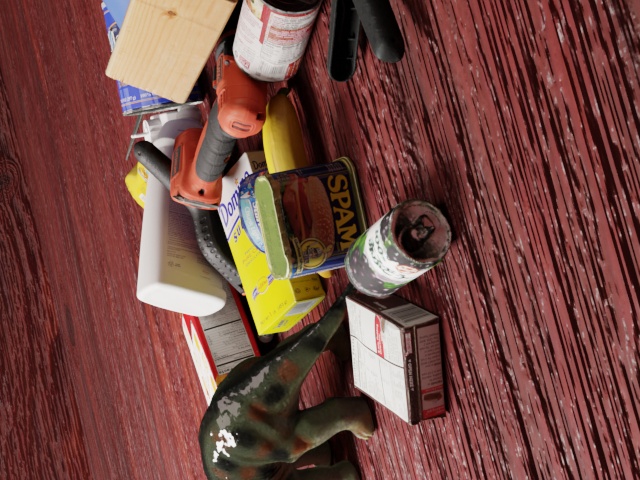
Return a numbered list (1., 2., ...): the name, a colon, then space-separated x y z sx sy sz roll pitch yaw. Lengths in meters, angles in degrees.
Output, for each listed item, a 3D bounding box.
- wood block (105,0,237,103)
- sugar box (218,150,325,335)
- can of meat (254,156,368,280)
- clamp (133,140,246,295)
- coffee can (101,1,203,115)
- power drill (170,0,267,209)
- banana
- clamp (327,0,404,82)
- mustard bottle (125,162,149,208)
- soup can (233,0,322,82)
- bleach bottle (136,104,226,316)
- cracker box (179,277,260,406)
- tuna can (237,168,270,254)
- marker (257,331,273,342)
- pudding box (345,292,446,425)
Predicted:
1. wood block: -0.140 -0.229 1.045 0.206 0.090 0.090 137 149 -62
2. sugar box: -0.058 0.002 1.138 0.093 0.048 0.176 -44 62 49
3. can of meat: -0.009 -0.019 0.973 0.058 0.083 0.102 170 89 -68
4. clamp: -0.116 -0.041 1.223 0.036 0.164 0.210 -25 98 33
5. coffee can: -0.209 -0.233 1.331 0.103 0.102 0.140 -177 76 -68
6. power drill: -0.103 -0.138 1.101 0.188 0.057 0.184 120 156 -46
7. banana: -0.021 -0.060 1.032 0.037 0.069 0.198 -16 83 29
8. clamp: 0.024 -0.210 0.858 0.120 0.039 0.171 -21 76 64
9. mustard bottle: -0.199 -0.081 1.412 0.096 0.058 0.192 42 160 -8
10. soup can: -0.040 -0.201 0.978 0.102 0.068 0.068 115 138 -57
11. bleach bottle: -0.156 -0.044 1.259 0.068 0.102 0.251 -29 51 47
12. cracker box: -0.114 0.149 1.315 0.164 0.072 0.214 100 150 -62
13. tuna can: -0.045 -0.029 1.053 0.034 0.086 0.086 -15 86 28
14. marker: -0.053 0.081 1.220 0.121 0.020 0.020 112 141 -54
15. pudding box: 0.063 0.098 0.919 0.114 0.039 0.090 -153 54 -65
